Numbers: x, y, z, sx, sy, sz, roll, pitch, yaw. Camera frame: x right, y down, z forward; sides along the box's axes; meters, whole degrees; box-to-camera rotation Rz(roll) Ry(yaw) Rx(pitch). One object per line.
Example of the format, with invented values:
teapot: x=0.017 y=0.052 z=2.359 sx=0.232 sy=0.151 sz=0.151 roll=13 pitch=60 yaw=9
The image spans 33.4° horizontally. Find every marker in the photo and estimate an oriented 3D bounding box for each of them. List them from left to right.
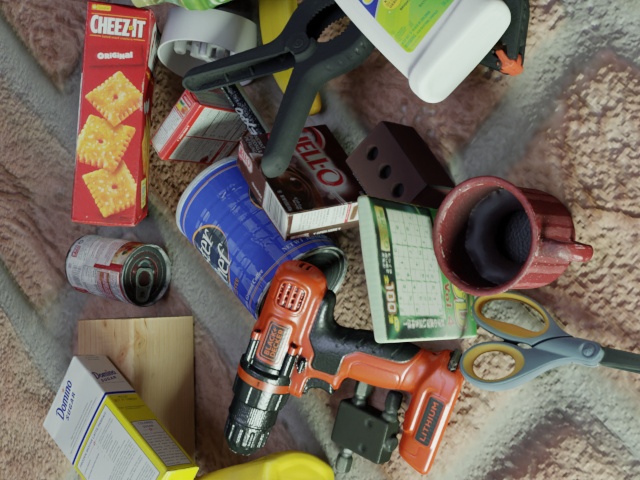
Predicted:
marker: x=-0.066 y=-0.118 z=1.043 sx=0.020 sy=0.020 sz=0.121 roll=-31 pitch=93 yaw=35

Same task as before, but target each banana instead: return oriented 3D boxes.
banana: x=-0.029 y=-0.218 z=1.032 sx=0.070 sy=0.037 sz=0.198 roll=0 pitch=89 yaw=41

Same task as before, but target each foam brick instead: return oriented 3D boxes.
foam brick: x=0.070 y=-0.058 z=0.934 sx=0.053 sy=0.051 sz=0.078 roll=-48 pitch=61 yaw=28

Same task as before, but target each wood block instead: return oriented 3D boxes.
wood block: x=-0.193 y=0.184 z=1.118 sx=0.090 sy=0.090 sz=0.206 roll=-4 pitch=86 yaw=40

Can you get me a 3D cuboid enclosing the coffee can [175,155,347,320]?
coffee can: x=-0.057 y=0.001 z=1.004 sx=0.140 sy=0.102 sz=0.103 roll=47 pitch=117 yaw=30

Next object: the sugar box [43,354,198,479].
sugar box: x=-0.196 y=0.198 z=1.032 sx=0.176 sy=0.048 sz=0.093 roll=43 pitch=115 yaw=37

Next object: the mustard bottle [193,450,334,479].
mustard bottle: x=-0.084 y=0.247 z=1.022 sx=0.192 sy=0.096 sz=0.058 roll=-23 pitch=63 yaw=37

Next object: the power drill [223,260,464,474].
power drill: x=0.019 y=0.129 z=0.916 sx=0.188 sy=0.057 sz=0.184 roll=21 pitch=107 yaw=7

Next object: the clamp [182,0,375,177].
clamp: x=-0.012 y=-0.158 z=0.958 sx=0.210 sy=0.036 sz=0.165 roll=-36 pitch=53 yaw=3

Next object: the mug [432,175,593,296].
mug: x=0.159 y=-0.001 z=0.840 sx=0.117 sy=0.081 sz=0.093 roll=10 pitch=95 yaw=40

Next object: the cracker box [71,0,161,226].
cracker box: x=-0.208 y=-0.124 z=1.103 sx=0.164 sy=0.072 sz=0.214 roll=-155 pitch=70 yaw=-83

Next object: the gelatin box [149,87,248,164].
gelatin box: x=-0.115 y=-0.113 z=1.065 sx=0.073 sy=0.089 sz=0.030 roll=-49 pitch=62 yaw=27

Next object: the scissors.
scissors: x=0.192 y=0.100 z=0.827 sx=0.202 sy=0.016 sz=0.096 roll=28 pitch=73 yaw=37

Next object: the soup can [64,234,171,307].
soup can: x=-0.222 y=0.032 z=1.162 sx=0.102 sy=0.068 sz=0.068 roll=9 pitch=94 yaw=40

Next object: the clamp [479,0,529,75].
clamp: x=0.117 y=-0.211 z=0.907 sx=0.120 sy=0.039 sz=0.171 roll=-25 pitch=71 yaw=32

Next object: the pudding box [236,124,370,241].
pudding box: x=-0.014 y=-0.055 z=0.966 sx=0.113 sy=0.089 sz=0.039 roll=59 pitch=150 yaw=36

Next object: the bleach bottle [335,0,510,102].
bleach bottle: x=0.036 y=-0.232 z=0.887 sx=0.103 sy=0.068 sz=0.251 roll=-48 pitch=69 yaw=11
